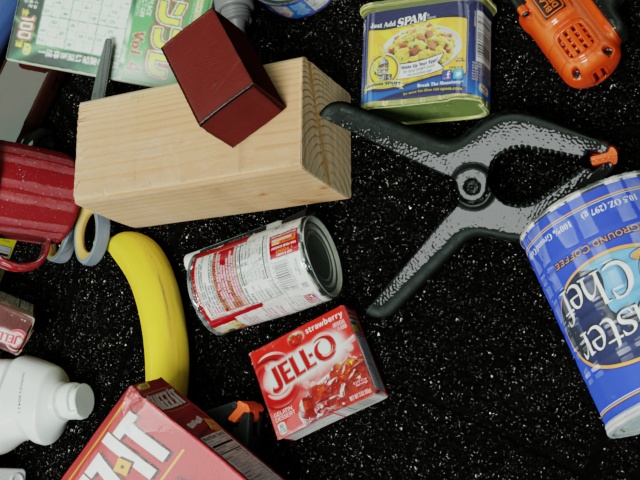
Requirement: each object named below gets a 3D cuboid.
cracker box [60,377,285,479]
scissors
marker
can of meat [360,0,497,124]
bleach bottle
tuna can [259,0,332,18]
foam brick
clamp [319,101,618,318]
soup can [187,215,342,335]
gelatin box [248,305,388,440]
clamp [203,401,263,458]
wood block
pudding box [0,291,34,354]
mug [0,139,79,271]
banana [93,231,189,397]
[{"bbox_3d":[-0.094,0.229,0.769,0.214,0.072,0.164,37,95,12],"label":"cracker box"},{"bbox_3d":[-0.193,-0.066,0.921,0.096,0.016,0.202,35,109,42],"label":"scissors"},{"bbox_3d":[-0.056,0.001,0.864,0.121,0.020,0.020,-20,70,21],"label":"marker"},{"bbox_3d":[0.080,-0.136,0.808,0.102,0.057,0.084,-2,79,27],"label":"can of meat"},{"bbox_3d":[-0.310,0.156,0.931,0.251,0.068,0.102,-7,74,23],"label":"bleach bottle"},{"bbox_3d":[-0.021,-0.231,0.894,0.086,0.033,0.086,-6,75,25],"label":"tuna can"},{"bbox_3d":[-0.072,-0.119,0.780,0.051,0.053,0.078,-35,64,14],"label":"foam brick"},{"bbox_3d":[0.104,-0.048,0.767,0.210,0.036,0.164,-19,93,19],"label":"clamp"},{"bbox_3d":[-0.042,0.027,0.824,0.102,0.068,0.068,-19,70,21],"label":"soup can"},{"bbox_3d":[-0.003,0.101,0.807,0.089,0.030,0.073,-28,67,18],"label":"gelatin box"},{"bbox_3d":[-0.110,0.190,0.833,0.120,0.039,0.171,29,91,16],"label":"clamp"},{"bbox_3d":[-0.087,-0.073,0.858,0.206,0.090,0.091,-7,74,25],"label":"wood block"},{"bbox_3d":[-0.300,0.054,0.905,0.113,0.090,0.039,27,86,-15],"label":"pudding box"},{"bbox_3d":[-0.256,-0.030,0.908,0.093,0.081,0.117,-28,62,44],"label":"mug"},{"bbox_3d":[-0.139,0.066,0.884,0.070,0.037,0.198,-46,55,43],"label":"banana"}]
